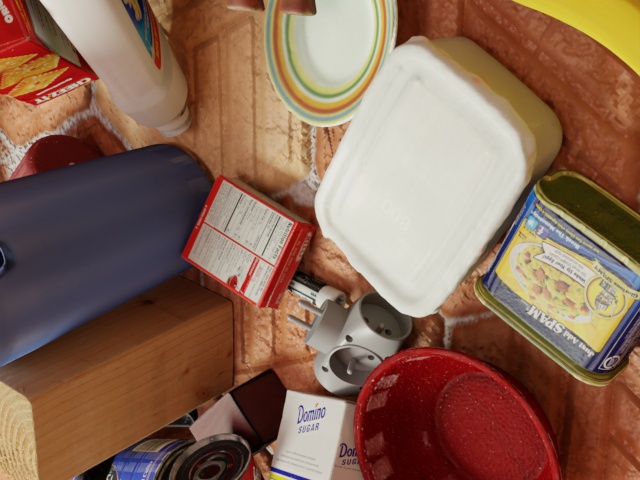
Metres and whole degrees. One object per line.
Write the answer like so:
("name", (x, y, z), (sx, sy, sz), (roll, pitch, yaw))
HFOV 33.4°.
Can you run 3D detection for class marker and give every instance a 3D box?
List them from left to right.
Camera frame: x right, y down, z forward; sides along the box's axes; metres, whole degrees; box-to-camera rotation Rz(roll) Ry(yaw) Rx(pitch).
("marker", (-0.031, 0.026, 0.833), (0.121, 0.020, 0.020), (26, 124, 33))

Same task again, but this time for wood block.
("wood block", (-0.174, 0.108, 0.870), (0.091, 0.205, 0.090), (22, 122, 35))

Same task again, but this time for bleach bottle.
("bleach bottle", (-0.158, -0.174, 0.772), (0.068, 0.102, 0.250), (-18, 139, 10))

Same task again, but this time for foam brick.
("foam brick", (-0.063, 0.153, 0.895), (0.051, 0.052, 0.078), (55, 136, 10))

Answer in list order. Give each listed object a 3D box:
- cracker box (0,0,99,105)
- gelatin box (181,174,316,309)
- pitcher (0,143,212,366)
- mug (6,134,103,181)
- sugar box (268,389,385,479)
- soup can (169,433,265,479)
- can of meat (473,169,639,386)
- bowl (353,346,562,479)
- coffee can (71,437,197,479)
("cracker box", (-0.254, -0.198, 0.819), (0.213, 0.072, 0.164), (-78, -35, -89))
("gelatin box", (-0.055, 0.001, 0.821), (0.089, 0.030, 0.073), (31, 101, 30))
("pitcher", (-0.204, 0.008, 0.827), (0.149, 0.242, 0.145), (27, 125, 33))
("mug", (-0.239, -0.033, 0.941), (0.093, 0.117, 0.082), (35, 131, -13))
("sugar box", (-0.006, 0.205, 0.797), (0.093, 0.048, 0.176), (-2, 71, 60))
("soup can", (-0.070, 0.215, 0.854), (0.069, 0.068, 0.102), (7, 130, 41))
("can of meat", (0.154, 0.020, 0.630), (0.102, 0.057, 0.084), (40, 128, 23))
("bowl", (0.102, 0.141, 0.727), (0.162, 0.055, 0.162), (14, 113, 36))
("coffee can", (-0.155, 0.232, 0.980), (0.141, 0.102, 0.103), (-9, 101, 45))
